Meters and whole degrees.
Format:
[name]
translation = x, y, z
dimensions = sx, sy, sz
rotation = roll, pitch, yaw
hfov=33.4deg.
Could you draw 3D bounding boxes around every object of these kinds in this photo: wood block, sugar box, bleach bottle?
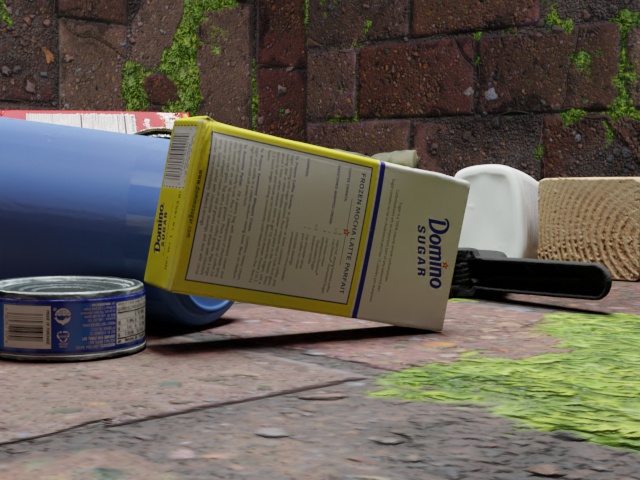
[wood block]
translation = 0.278, -0.017, 1.023
dimensions = 0.091, 0.090, 0.205
rotation = 2, 4, 26
[sugar box]
translation = -0.004, -0.006, 0.600
dimensions = 0.175, 0.093, 0.048
rotation = 11, 0, -32
[bleach bottle]
translation = 0.191, -0.014, 1.045
dimensions = 0.068, 0.102, 0.250
rotation = -2, -3, 22

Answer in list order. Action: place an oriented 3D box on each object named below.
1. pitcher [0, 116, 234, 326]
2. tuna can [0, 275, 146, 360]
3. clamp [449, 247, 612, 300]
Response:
[pitcher]
translation = -0.162, -0.018, 0.690
dimensions = 0.243, 0.149, 0.145
rotation = 7, -22, 26
[tuna can]
translation = -0.134, 0.039, 0.558
dimensions = 0.086, 0.034, 0.086
rotation = 1, 4, 0
[clamp]
translation = 0.114, 0.024, 0.793
dimensions = 0.164, 0.036, 0.210
rotation = 0, 4, 1
